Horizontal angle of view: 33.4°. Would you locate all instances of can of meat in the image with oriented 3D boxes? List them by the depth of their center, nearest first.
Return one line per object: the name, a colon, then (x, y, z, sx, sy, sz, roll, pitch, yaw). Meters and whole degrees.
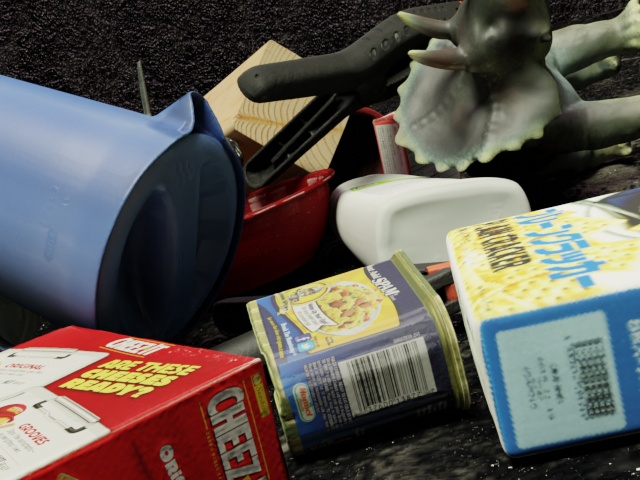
can of meat: (0.015, 0.052, 0.508, 0.084, 0.057, 0.102, -17, 19, -5)

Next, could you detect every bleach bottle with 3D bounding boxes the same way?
bleach bottle: (0.064, -0.017, 0.760, 0.102, 0.068, 0.251, -7, 8, -6)

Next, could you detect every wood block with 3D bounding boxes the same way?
wood block: (-0.066, -0.087, 0.957, 0.206, 0.090, 0.090, -22, 43, 61)

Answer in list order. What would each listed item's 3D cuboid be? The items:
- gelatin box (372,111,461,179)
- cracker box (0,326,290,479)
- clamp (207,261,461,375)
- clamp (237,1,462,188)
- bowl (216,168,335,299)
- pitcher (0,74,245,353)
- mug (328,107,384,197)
gelatin box: (0.083, -0.069, 0.896, 0.030, 0.089, 0.073, -3, 17, 41)
cracker box: (-0.144, 0.108, 0.420, 0.213, 0.072, 0.164, -22, 16, -37)
clamp: (-0.001, 0.043, 0.617, 0.171, 0.039, 0.120, -15, 20, 4)
clamp: (0.024, -0.116, 0.799, 0.209, 0.036, 0.165, -29, -15, -19)
bowl: (-0.055, 0.001, 0.793, 0.162, 0.055, 0.162, -21, 9, 3)
pitcher: (-0.178, -0.021, 0.619, 0.243, 0.145, 0.149, 20, 50, 24)
mug: (0.009, -0.068, 0.996, 0.117, 0.093, 0.082, -39, 17, -21)
